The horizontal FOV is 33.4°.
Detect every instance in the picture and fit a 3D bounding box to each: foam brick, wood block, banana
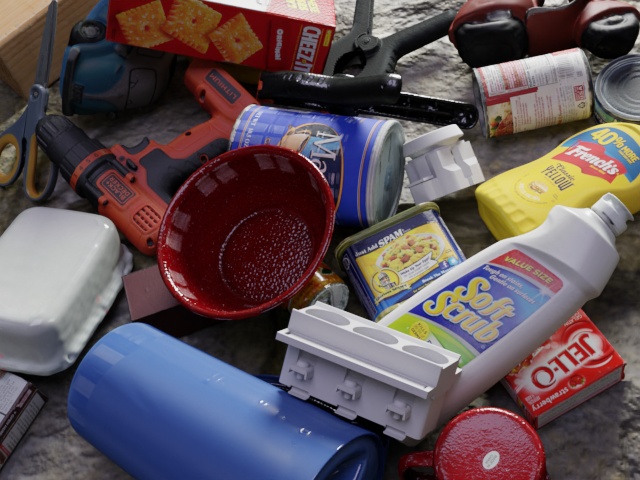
[{"bbox_3d":[-0.131,0.052,0.958,0.078,0.053,0.051,-18,55,0],"label":"foam brick"},{"bbox_3d":[-0.285,-0.263,1.182,0.206,0.090,0.091,-42,57,-16],"label":"wood block"},{"bbox_3d":[-0.094,-0.199,1.132,0.198,0.037,0.069,18,38,20],"label":"banana"}]

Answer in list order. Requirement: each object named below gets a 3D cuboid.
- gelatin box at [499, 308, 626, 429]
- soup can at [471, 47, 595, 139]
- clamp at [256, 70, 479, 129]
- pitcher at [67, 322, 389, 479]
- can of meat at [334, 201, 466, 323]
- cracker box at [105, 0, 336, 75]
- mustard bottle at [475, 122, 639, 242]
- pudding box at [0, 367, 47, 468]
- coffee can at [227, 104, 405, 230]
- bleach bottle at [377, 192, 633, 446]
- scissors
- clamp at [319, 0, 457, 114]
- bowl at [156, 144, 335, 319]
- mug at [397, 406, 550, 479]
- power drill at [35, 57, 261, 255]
[{"bbox_3d":[0.191,0.099,0.867,0.089,0.030,0.073,-29,55,-7],"label":"gelatin box"},{"bbox_3d":[0.199,-0.138,1.002,0.102,0.068,0.068,-11,55,5],"label":"soup can"},{"bbox_3d":[0.033,-0.133,0.995,0.210,0.164,0.036,10,91,40],"label":"clamp"},{"bbox_3d":[-0.074,0.156,0.841,0.243,0.149,0.145,25,80,30],"label":"pitcher"},{"bbox_3d":[0.076,0.028,0.926,0.102,0.057,0.084,-25,57,-4],"label":"can of meat"},{"bbox_3d":[-0.098,-0.245,1.073,0.213,0.072,0.164,10,39,-10],"label":"cracker box"},{"bbox_3d":[0.240,-0.054,0.941,0.191,0.058,0.096,-28,43,-8],"label":"mustard bottle"},{"bbox_3d":[-0.314,0.150,0.943,0.114,0.039,0.090,17,61,24],"label":"pudding box"},{"bbox_3d":[-0.003,-0.066,0.978,0.140,0.103,0.102,9,59,18],"label":"coffee can"},{"bbox_3d":[0.136,0.049,0.849,0.251,0.068,0.103,-41,61,5],"label":"bleach bottle"},{"bbox_3d":[-0.302,-0.139,1.090,0.096,0.016,0.202,-5,87,28],"label":"scissors"},{"bbox_3d":[0.061,-0.193,1.088,0.120,0.039,0.171,18,69,28],"label":"clamp"},{"bbox_3d":[-0.056,0.001,0.907,0.162,0.055,0.162,-9,62,18],"label":"bowl"},{"bbox_3d":[0.116,0.176,0.801,0.117,0.081,0.093,5,58,16],"label":"mug"},{"bbox_3d":[-0.161,-0.100,1.046,0.187,0.057,0.184,-43,76,-14],"label":"power drill"}]
